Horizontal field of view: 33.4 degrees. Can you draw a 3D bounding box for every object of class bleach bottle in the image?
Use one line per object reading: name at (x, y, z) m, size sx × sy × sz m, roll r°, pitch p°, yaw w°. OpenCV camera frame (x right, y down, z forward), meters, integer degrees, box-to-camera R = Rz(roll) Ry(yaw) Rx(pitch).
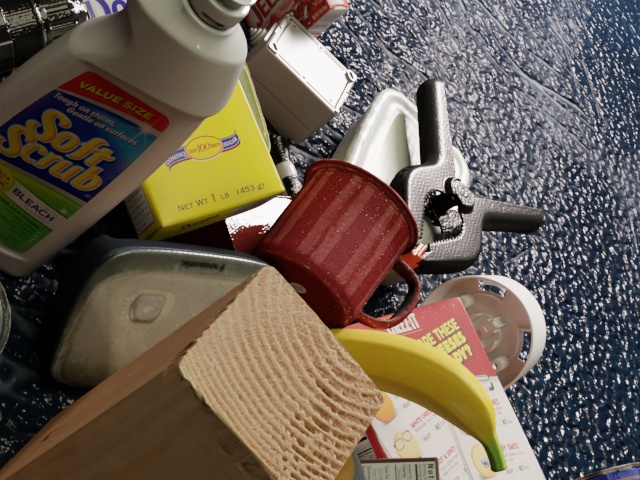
bleach bottle at (-0.128, -0.074, 0.587) m, size 0.102 × 0.251 × 0.068 m, roll 43°, pitch 40°, yaw -15°

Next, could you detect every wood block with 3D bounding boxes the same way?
wood block at (-0.080, 0.110, 0.540) m, size 0.090 × 0.206 × 0.090 m, roll 50°, pitch 39°, yaw -7°

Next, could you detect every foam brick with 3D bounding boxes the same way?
foam brick at (-0.055, 0.001, 0.769) m, size 0.078 × 0.053 × 0.051 m, roll 0°, pitch 64°, yaw -46°

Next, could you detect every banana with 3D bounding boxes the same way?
banana at (0.029, 0.091, 0.690) m, size 0.037 × 0.198 × 0.069 m, roll 15°, pitch 88°, yaw -69°

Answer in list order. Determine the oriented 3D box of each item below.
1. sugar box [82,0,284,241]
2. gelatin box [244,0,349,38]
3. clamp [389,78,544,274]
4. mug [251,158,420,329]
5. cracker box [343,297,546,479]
sugar box at (-0.099, -0.094, 0.678) m, size 0.093 × 0.048 × 0.176 m, roll -19°, pitch 85°, yaw -33°
gelatin box at (-0.027, -0.204, 0.917) m, size 0.030 × 0.089 × 0.073 m, roll -15°, pitch 75°, yaw -49°
clamp at (0.100, -0.042, 0.873) m, size 0.164 × 0.036 × 0.209 m, roll 54°, pitch 39°, yaw -2°
mug at (0.015, 0.014, 0.721) m, size 0.117 × 0.093 × 0.081 m, roll 41°, pitch 62°, yaw -8°
cracker box at (0.080, 0.161, 0.779) m, size 0.163 × 0.072 × 0.214 m, roll -9°, pitch 69°, yaw -49°
